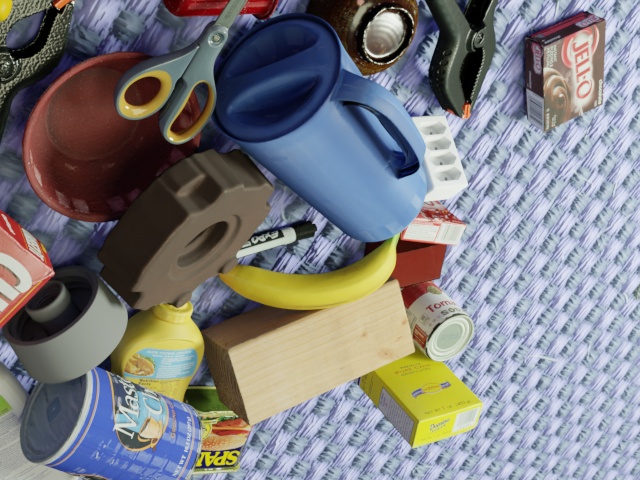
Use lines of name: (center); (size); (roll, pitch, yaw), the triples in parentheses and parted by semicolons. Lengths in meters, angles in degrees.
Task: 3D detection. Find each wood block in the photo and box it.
wood block: (-0.014, 0.110, 1.161); (0.205, 0.091, 0.090); (-21, 108, -21)

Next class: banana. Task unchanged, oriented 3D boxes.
banana: (-0.004, 0.039, 1.114); (0.197, 0.069, 0.037); (-13, 159, -3)

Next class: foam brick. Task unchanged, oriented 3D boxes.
foam brick: (0.096, 0.017, 1.214); (0.078, 0.053, 0.051); (-11, 127, -29)

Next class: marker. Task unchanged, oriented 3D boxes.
marker: (-0.057, 0.001, 1.118); (0.120, 0.020, 0.020); (-16, 129, -26)

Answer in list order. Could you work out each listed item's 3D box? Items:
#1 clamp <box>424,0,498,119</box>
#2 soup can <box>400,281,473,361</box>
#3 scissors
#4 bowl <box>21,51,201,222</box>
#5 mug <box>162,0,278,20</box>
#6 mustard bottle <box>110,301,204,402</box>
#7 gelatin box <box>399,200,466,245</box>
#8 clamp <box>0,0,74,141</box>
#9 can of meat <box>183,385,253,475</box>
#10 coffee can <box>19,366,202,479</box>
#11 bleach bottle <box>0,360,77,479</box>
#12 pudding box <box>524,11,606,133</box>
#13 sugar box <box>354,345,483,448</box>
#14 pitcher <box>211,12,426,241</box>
clamp: (0.154, -0.220, 1.083); (0.164, 0.036, 0.210); (-40, 145, -28)
soup can: (0.123, 0.086, 1.249); (0.068, 0.102, 0.068); (-18, 130, -24)
scissors: (-0.105, -0.162, 0.861); (0.096, 0.016, 0.202); (3, 130, -28)
bowl: (-0.187, -0.098, 0.927); (0.161, 0.055, 0.162); (-19, 130, -24)
mug: (-0.082, -0.229, 0.871); (0.081, 0.117, 0.093); (-8, 85, -25)
mustard bottle: (-0.172, 0.127, 1.101); (0.096, 0.058, 0.192); (5, 118, -33)
gelatin box: (0.104, -0.027, 1.173); (0.089, 0.073, 0.030); (6, 116, -37)
clamp: (-0.269, -0.145, 0.848); (0.171, 0.039, 0.120); (-54, 139, 3)
can of meat: (-0.126, 0.212, 1.198); (0.101, 0.057, 0.084); (6, 114, -39)
coffee can: (-0.198, 0.182, 1.018); (0.140, 0.103, 0.103); (31, 100, -37)
bleach bottle: (-0.319, 0.161, 1.021); (0.102, 0.068, 0.251); (-28, 131, -21)
pudding box: (0.275, -0.190, 1.199); (0.090, 0.039, 0.113); (-25, 133, -19)
sugar box: (0.097, 0.158, 1.230); (0.093, 0.176, 0.048); (-10, 128, -30)
pitcher: (0.018, -0.092, 1.010); (0.145, 0.149, 0.242); (-34, 143, 10)
